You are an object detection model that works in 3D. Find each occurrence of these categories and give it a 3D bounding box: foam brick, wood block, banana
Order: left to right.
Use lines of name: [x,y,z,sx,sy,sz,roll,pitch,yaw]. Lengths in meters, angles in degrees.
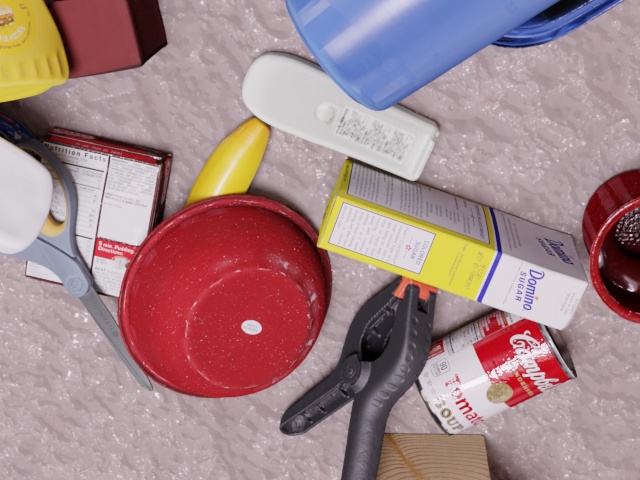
foam brick: [-0.140,-0.144,0.710,0.053,0.078,0.051,-9,110,8]
banana: [-0.073,0.007,0.783,0.069,0.037,0.198,-7,113,-19]
wood block: [0.083,0.264,0.829,0.090,0.090,0.206,0,110,5]

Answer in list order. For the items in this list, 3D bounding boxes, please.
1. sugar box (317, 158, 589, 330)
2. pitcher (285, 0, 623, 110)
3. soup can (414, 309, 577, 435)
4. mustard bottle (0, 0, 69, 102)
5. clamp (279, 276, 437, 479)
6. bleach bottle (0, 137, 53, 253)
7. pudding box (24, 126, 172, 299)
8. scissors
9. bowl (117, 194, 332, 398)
sugar box: [0.089,0.001,0.733,0.176,0.093,0.048,22,111,-2]
pitcher: [0.106,-0.182,0.657,0.243,0.144,0.149,-34,90,19]
soup can: [0.125,0.091,0.776,0.102,0.068,0.068,-29,105,15]
mustard bottle: [-0.217,-0.179,0.637,0.058,0.096,0.191,-11,95,45]
clamp: [0.028,0.101,0.787,0.039,0.120,0.171,24,91,-40]
bleach bottle: [-0.292,-0.011,0.734,0.102,0.068,0.251,34,146,-33]
pudding box: [-0.163,-0.018,0.778,0.090,0.039,0.113,14,108,2]
scissors: [-0.194,0.027,0.767,0.096,0.016,0.202,-12,106,14]
bowl: [-0.058,0.052,0.753,0.162,0.055,0.162,-8,114,-19]
